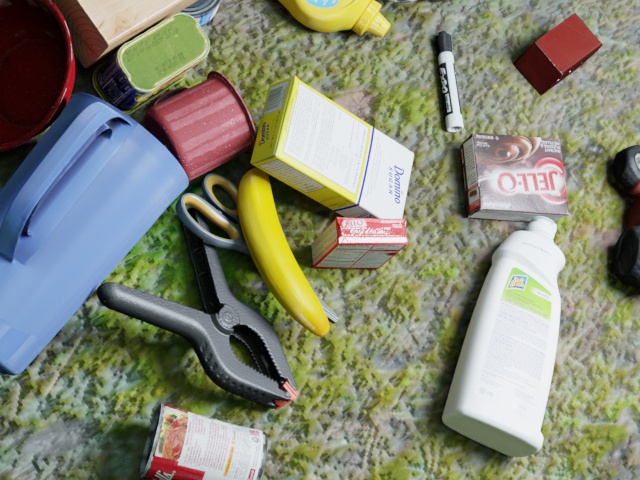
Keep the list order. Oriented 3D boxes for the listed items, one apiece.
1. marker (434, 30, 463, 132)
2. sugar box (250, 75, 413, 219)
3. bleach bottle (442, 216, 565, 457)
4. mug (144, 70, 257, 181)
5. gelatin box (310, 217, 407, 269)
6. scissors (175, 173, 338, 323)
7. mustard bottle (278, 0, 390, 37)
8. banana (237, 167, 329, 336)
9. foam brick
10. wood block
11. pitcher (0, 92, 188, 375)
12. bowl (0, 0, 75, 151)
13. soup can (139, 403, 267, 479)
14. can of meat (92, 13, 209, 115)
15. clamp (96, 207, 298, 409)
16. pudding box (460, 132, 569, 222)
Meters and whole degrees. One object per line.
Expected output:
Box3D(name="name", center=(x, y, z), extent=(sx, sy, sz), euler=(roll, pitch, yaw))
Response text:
Box3D(name="marker", center=(0.145, -0.181, 1.204), extent=(0.020, 0.020, 0.121), euler=(1, 71, -17))
Box3D(name="sugar box", center=(0.015, -0.083, 1.079), extent=(0.176, 0.048, 0.093), euler=(31, 62, -37))
Box3D(name="bleach bottle", center=(0.208, 0.089, 1.108), extent=(0.102, 0.068, 0.250), euler=(26, 64, -8))
Box3D(name="mug", center=(-0.128, -0.116, 1.065), extent=(0.081, 0.093, 0.117), euler=(-30, 52, -19))
Box3D(name="gelatin box", center=(0.038, 0.003, 1.067), extent=(0.073, 0.089, 0.030), euler=(1, 72, -17))
Box3D(name="scissors", center=(-0.057, 0.001, 1.075), extent=(0.201, 0.016, 0.096), euler=(32, 40, -23))
Box3D(name="mustard bottle", center=(-0.005, -0.285, 1.171), extent=(0.191, 0.058, 0.096), euler=(34, 66, -3))
Box3D(name="banana", center=(-0.042, 0.002, 1.043), extent=(0.069, 0.037, 0.198), euler=(4, 58, -41))
Box3D(name="foam brick", center=(0.276, -0.216, 1.239), extent=(0.078, 0.053, 0.051), euler=(-37, 85, -24))
Box3D(name="wood block", center=(-0.164, -0.266, 1.050), extent=(0.205, 0.090, 0.091), euler=(-39, 101, -25))
Box3D(name="pitcher", center=(-0.240, -0.007, 0.946), extent=(0.242, 0.145, 0.149), euler=(-54, 127, -17))
Box3D(name="bowl", center=(-0.291, -0.156, 1.014), extent=(0.162, 0.055, 0.162), euler=(-3, 81, 20))
Box3D(name="soup can", center=(-0.106, 0.193, 0.969), extent=(0.102, 0.069, 0.068), euler=(17, 67, -12))
Box3D(name="can of meat", center=(-0.168, -0.177, 1.063), extent=(0.102, 0.084, 0.057), euler=(-38, 100, -25))
Box3D(name="clamp", center=(-0.105, 0.080, 1.003), extent=(0.210, 0.036, 0.164), euler=(53, 39, 0))
Box3D(name="pudding box", center=(0.214, -0.068, 1.175), extent=(0.113, 0.039, 0.090), euler=(2, 72, -17))
